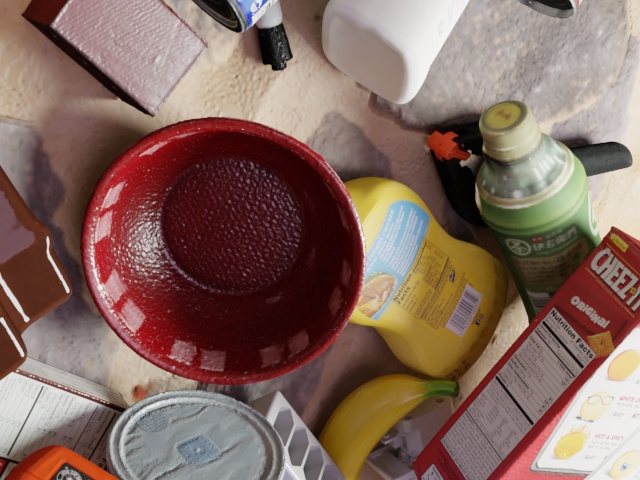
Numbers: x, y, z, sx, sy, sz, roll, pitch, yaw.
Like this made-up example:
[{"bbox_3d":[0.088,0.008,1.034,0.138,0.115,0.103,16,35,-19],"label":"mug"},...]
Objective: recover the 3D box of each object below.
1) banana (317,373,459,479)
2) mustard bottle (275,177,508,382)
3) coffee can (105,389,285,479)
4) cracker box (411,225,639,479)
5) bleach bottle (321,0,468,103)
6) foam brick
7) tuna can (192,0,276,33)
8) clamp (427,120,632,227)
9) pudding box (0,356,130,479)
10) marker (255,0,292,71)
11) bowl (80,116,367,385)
[{"bbox_3d":[0.022,0.165,0.745,0.037,0.070,0.198,-7,127,-59],"label":"banana"},{"bbox_3d":[0.042,0.014,0.702,0.191,0.058,0.096,36,78,-35],"label":"mustard bottle"},{"bbox_3d":[-0.083,0.176,0.643,0.102,0.103,0.140,-7,126,-28],"label":"coffee can"},{"bbox_3d":[0.187,0.111,0.714,0.164,0.072,0.214,24,110,-38],"label":"cracker box"},{"bbox_3d":[0.095,-0.208,0.642,0.068,0.102,0.250,33,81,6],"label":"bleach bottle"},{"bbox_3d":[-0.110,-0.113,0.572,0.078,0.053,0.051,41,85,-34],"label":"foam brick"},{"bbox_3d":[-0.059,-0.152,0.567,0.033,0.086,0.086,-47,124,-6],"label":"tuna can"},{"bbox_3d":[0.150,-0.046,0.757,0.171,0.039,0.120,32,89,-39],"label":"clamp"},{"bbox_3d":[-0.178,0.117,0.625,0.113,0.039,0.090,30,89,-37],"label":"pudding box"},{"bbox_3d":[-0.036,-0.156,0.619,0.020,0.020,0.121,-24,118,-21],"label":"marker"},{"bbox_3d":[-0.054,0.001,0.622,0.162,0.055,0.162,1,111,2],"label":"bowl"}]
